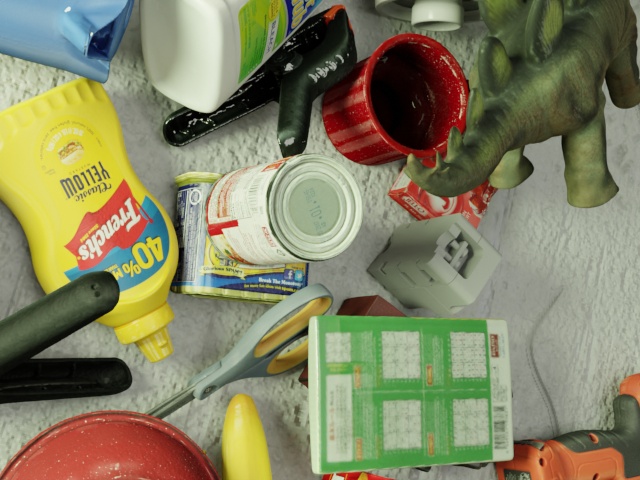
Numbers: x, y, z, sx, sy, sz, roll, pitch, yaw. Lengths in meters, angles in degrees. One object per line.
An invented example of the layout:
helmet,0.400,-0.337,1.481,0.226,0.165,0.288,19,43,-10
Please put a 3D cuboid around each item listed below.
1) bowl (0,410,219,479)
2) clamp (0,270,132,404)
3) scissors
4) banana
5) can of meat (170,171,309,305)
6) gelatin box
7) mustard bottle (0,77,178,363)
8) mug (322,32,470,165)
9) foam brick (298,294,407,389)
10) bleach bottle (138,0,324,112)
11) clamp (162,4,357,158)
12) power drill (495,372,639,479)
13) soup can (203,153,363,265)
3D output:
bowl,-0.125,0.187,0.653,0.161,0.055,0.162,2,85,-21
clamp,-0.209,0.077,0.631,0.209,0.165,0.036,-12,65,-20
scissors,-0.069,0.102,0.757,0.202,0.096,0.016,-38,63,1
banana,-0.047,0.208,0.737,0.037,0.070,0.198,-7,91,-7
can of meat,-0.055,0.001,0.761,0.101,0.058,0.084,7,83,-28
gelatin box,0.107,-0.050,0.867,0.073,0.030,0.089,39,68,-19
mustard bottle,-0.149,-0.005,0.710,0.096,0.058,0.191,-31,100,-33
mug,0.063,-0.105,0.820,0.117,0.082,0.093,-18,93,-28
foam brick,0.031,0.087,0.800,0.053,0.051,0.078,40,68,-18
bleach bottle,-0.026,-0.198,0.762,0.068,0.103,0.250,28,52,17
clamp,-0.035,-0.115,0.776,0.171,0.120,0.039,-57,146,-42
power drill,0.243,0.216,0.897,0.187,0.057,0.184,-10,86,-31
soup can,-0.026,-0.018,0.686,0.068,0.102,0.068,1,87,-28
